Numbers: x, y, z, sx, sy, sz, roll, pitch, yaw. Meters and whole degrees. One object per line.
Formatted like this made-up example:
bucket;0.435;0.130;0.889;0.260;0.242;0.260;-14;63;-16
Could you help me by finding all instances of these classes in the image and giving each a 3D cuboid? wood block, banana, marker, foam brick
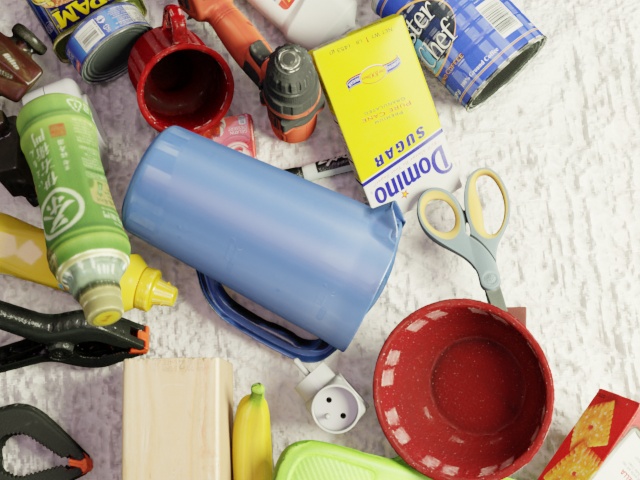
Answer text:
wood block;-0.128;0.212;0.967;0.090;0.091;0.206;-1;80;3
banana;-0.062;0.226;0.974;0.037;0.069;0.198;-3;88;2
marker;0.014;-0.073;1.049;0.121;0.020;0.020;-14;80;0
foam brick;0.164;0.103;0.995;0.053;0.051;0.078;0;80;3

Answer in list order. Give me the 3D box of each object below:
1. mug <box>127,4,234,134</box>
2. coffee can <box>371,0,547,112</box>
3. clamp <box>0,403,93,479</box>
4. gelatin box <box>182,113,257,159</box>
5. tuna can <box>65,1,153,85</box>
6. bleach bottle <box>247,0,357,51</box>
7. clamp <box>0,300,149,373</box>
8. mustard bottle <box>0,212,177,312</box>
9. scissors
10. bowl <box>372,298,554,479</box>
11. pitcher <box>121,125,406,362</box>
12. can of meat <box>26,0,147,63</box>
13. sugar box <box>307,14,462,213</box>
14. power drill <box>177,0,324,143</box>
mug;-0.138;-0.167;1.018;0.093;0.081;0.117;-12;122;-16
coffee can;0.132;-0.209;1.026;0.103;0.103;0.140;-40;81;-5
clamp;-0.322;0.206;1.004;0.210;0.036;0.164;14;80;4
gelatin box;-0.107;-0.081;1.049;0.089;0.030;0.073;-8;80;2
tuna can;-0.206;-0.193;1.046;0.086;0.086;0.034;-37;79;-4
bleach bottle;-0.042;-0.281;1.068;0.102;0.068;0.251;-43;83;-3
clamp;-0.250;0.097;1.003;0.171;0.120;0.039;10;58;-14
mustard bottle;-0.227;0.026;1.001;0.191;0.096;0.058;17;84;5
scissors;0.135;0.029;0.979;0.096;0.016;0.202;1;75;5
bowl;0.130;0.130;0.937;0.162;0.055;0.162;0;89;24
pitcher;-0.056;0.001;0.977;0.243;0.145;0.149;26;74;2
can of meat;-0.240;-0.242;1.071;0.102;0.057;0.084;-32;77;-4
sugar box;0.062;-0.114;1.007;0.093;0.048;0.176;-23;103;-2
power drill;-0.066;-0.186;0.988;0.057;0.184;0.188;-33;80;-8
